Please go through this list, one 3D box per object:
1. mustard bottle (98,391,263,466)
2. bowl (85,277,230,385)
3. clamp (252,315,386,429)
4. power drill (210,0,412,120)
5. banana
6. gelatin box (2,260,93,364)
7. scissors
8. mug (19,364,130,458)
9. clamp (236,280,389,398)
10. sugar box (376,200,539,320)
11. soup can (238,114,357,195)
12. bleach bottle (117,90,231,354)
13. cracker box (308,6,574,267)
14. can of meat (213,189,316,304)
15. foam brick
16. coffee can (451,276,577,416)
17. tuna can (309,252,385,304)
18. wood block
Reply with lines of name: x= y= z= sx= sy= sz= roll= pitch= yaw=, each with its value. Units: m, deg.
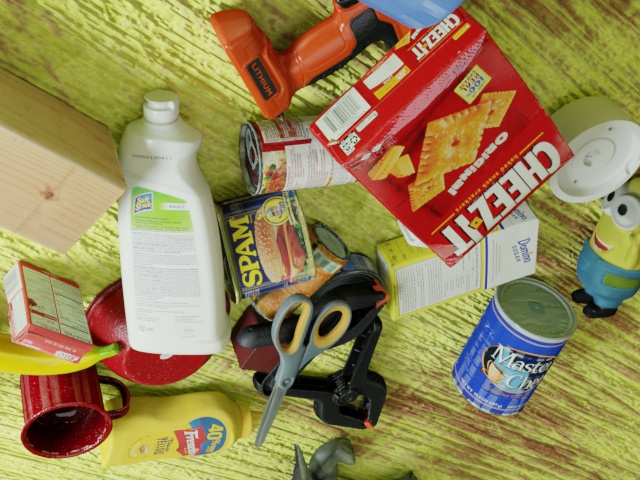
mustard bottle: x=-0.156 y=0.214 z=1.233 sx=0.191 sy=0.058 sz=0.096 roll=-2 pitch=135 yaw=-23
bowl: x=-0.166 y=0.102 z=1.116 sx=0.162 sy=0.055 sz=0.162 roll=-13 pitch=136 yaw=-13
clamp: x=0.033 y=0.170 z=1.287 sx=0.165 sy=0.036 sz=0.209 roll=-32 pitch=139 yaw=9
power drill: x=0.007 y=-0.195 z=0.889 sx=0.187 sy=0.057 sz=0.184 roll=-26 pitch=137 yaw=3
banana: x=-0.299 y=0.102 z=1.040 sx=0.197 sy=0.037 sz=0.070 roll=10 pitch=138 yaw=-34
gelatin box: x=-0.260 y=0.069 z=1.014 sx=0.030 sy=0.089 sz=0.073 roll=-43 pitch=135 yaw=20
scissors: x=-0.019 y=0.132 z=1.104 sx=0.096 sy=0.016 sz=0.202 roll=-12 pitch=130 yaw=-24
mug: x=-0.259 y=0.167 z=1.120 sx=0.117 sy=0.081 sz=0.093 roll=-4 pitch=135 yaw=-19
clamp: x=-0.005 y=0.102 z=1.131 sx=0.171 sy=0.039 sz=0.120 roll=-23 pitch=146 yaw=-15
sugar box: x=0.153 y=0.020 z=1.184 sx=0.176 sy=0.048 sz=0.093 roll=-19 pitch=138 yaw=-10
soup can: x=-0.018 y=-0.081 z=0.987 sx=0.102 sy=0.068 sz=0.068 roll=-8 pitch=136 yaw=-18
bleach bottle: x=-0.133 y=-0.015 z=0.977 sx=0.102 sy=0.068 sz=0.251 roll=1 pitch=120 yaw=-3
cracker box: x=0.115 y=-0.088 z=0.956 sx=0.164 sy=0.072 sz=0.213 roll=-42 pitch=138 yaw=8
can of meat: x=-0.057 y=0.001 z=1.037 sx=0.083 sy=0.057 sz=0.102 roll=-15 pitch=101 yaw=-13
foam brick: x=-0.052 y=0.112 z=1.179 sx=0.078 sy=0.053 sz=0.051 roll=15 pitch=125 yaw=-35
coffee can: x=0.231 y=0.128 z=1.284 sx=0.102 sy=0.103 sz=0.140 roll=1 pitch=133 yaw=-25
tuna can: x=0.025 y=0.053 z=1.167 sx=0.086 sy=0.034 sz=0.086 roll=-13 pitch=137 yaw=-12
wood block: x=-0.270 y=-0.081 z=0.858 sx=0.091 sy=0.090 sz=0.205 roll=-43 pitch=135 yaw=18
